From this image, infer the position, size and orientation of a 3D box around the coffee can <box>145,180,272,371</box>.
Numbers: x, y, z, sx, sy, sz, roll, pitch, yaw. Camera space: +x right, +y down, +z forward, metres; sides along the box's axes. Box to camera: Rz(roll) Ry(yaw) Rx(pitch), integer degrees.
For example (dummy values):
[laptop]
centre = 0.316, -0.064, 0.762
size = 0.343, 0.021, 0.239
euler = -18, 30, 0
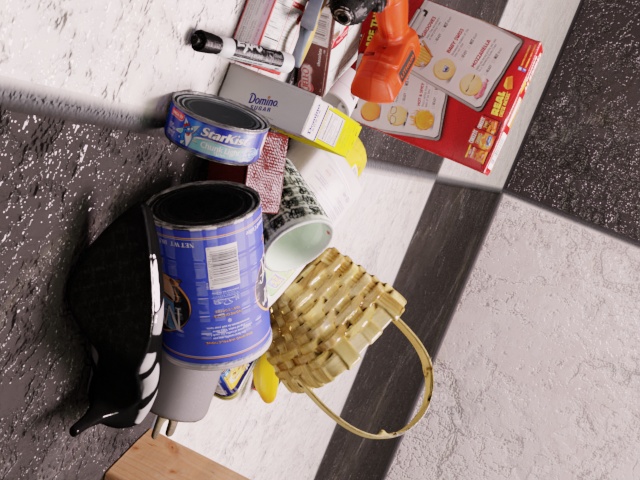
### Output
[coffee can]
centre = -0.099, 0.030, 0.951
size = 0.102, 0.103, 0.140
euler = -44, 137, -54

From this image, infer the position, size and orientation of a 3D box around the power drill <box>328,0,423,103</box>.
[power drill]
centre = 0.061, -0.233, 1.099
size = 0.188, 0.057, 0.184
euler = 85, 28, -52

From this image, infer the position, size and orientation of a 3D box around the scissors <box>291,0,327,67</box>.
[scissors]
centre = -0.001, -0.234, 1.054
size = 0.201, 0.016, 0.096
euler = -73, -174, -63

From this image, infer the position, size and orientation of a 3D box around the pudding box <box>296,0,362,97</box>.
[pudding box]
centre = 0.013, -0.224, 1.145
size = 0.090, 0.039, 0.114
euler = -54, 162, -43

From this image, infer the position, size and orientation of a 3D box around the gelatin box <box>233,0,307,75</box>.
[gelatin box]
centre = -0.047, -0.203, 0.988
size = 0.089, 0.030, 0.073
euler = -69, 163, 9

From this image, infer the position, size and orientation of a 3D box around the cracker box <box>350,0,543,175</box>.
[cracker box]
centre = 0.132, -0.191, 1.259
size = 0.164, 0.214, 0.072
euler = -68, 166, 5

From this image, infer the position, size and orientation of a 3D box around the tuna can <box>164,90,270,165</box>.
[tuna can]
centre = -0.088, -0.095, 0.902
size = 0.086, 0.086, 0.034
euler = -31, 143, -65

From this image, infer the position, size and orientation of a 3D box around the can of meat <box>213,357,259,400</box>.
[can of meat]
centre = -0.106, 0.120, 1.212
size = 0.102, 0.057, 0.084
euler = -61, 162, -20

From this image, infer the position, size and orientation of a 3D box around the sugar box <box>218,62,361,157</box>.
[sugar box]
centre = -0.027, -0.125, 1.052
size = 0.048, 0.093, 0.176
euler = -68, 164, 6

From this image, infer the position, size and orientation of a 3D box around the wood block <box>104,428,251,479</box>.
[wood block]
centre = -0.123, 0.298, 1.130
size = 0.090, 0.206, 0.091
euler = -43, 152, -55

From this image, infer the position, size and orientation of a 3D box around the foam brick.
[foam brick]
centre = -0.070, -0.067, 1.007
size = 0.052, 0.051, 0.078
euler = 6, 92, -50

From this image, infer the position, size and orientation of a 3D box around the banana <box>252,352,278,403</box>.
[banana]
centre = -0.051, 0.126, 1.405
size = 0.198, 0.069, 0.037
euler = -64, -154, 12

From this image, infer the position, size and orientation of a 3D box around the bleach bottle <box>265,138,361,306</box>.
[bleach bottle]
centre = -0.058, 0.001, 1.169
size = 0.250, 0.068, 0.102
euler = -53, 123, -24

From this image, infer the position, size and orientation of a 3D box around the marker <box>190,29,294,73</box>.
[marker]
centre = -0.067, -0.164, 0.926
size = 0.120, 0.020, 0.020
euler = 3, 111, -52
